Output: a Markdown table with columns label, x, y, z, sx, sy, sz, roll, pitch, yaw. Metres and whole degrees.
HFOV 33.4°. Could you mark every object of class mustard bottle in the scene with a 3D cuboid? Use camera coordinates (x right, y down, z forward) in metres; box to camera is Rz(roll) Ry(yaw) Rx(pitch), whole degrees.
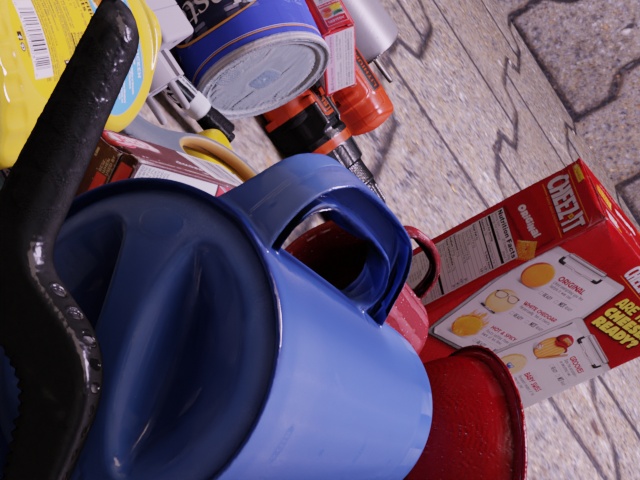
| label | x | y | z | sx | sy | sz | roll | pitch | yaw |
| --- | --- | --- | --- | --- | --- | --- | --- | --- | --- |
| mustard bottle | -0.124 | -0.093 | 0.504 | 0.191 | 0.058 | 0.096 | -40 | 116 | -68 |

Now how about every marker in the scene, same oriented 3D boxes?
| label | x | y | z | sx | sy | sz | roll | pitch | yaw |
| --- | --- | --- | --- | --- | --- | --- | --- | --- | --- |
| marker | -0.102 | -0.108 | 0.720 | 0.121 | 0.020 | 0.020 | 44 | 26 | -25 |

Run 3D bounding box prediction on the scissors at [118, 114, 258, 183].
| label | x | y | z | sx | sy | sz | roll | pitch | yaw |
| --- | --- | --- | --- | --- | --- | --- | --- | --- | --- |
| scissors | -0.113 | -0.053 | 0.596 | 0.201 | 0.016 | 0.096 | 28 | 42 | -25 |

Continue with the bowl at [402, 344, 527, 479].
| label | x | y | z | sx | sy | sz | roll | pitch | yaw |
| --- | --- | --- | --- | --- | --- | --- | --- | --- | --- |
| bowl | 0.059 | 0.138 | 0.638 | 0.055 | 0.162 | 0.162 | 12 | 41 | -18 |

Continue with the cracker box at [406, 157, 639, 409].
| label | x | y | z | sx | sy | sz | roll | pitch | yaw |
| --- | --- | --- | --- | --- | --- | --- | --- | --- | --- |
| cracker box | 0.141 | 0.052 | 0.795 | 0.164 | 0.214 | 0.072 | 41 | 29 | -40 |

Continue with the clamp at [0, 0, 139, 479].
| label | x | y | z | sx | sy | sz | roll | pitch | yaw |
| --- | --- | --- | --- | --- | --- | --- | --- | --- | --- |
| clamp | -0.141 | 0.019 | 0.382 | 0.036 | 0.164 | 0.210 | 97 | -12 | -83 |

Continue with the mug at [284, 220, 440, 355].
| label | x | y | z | sx | sy | sz | roll | pitch | yaw |
| --- | --- | --- | --- | --- | --- | --- | --- | --- | --- |
| mug | 0.029 | 0.038 | 0.709 | 0.081 | 0.117 | 0.093 | 51 | 0 | -33 |

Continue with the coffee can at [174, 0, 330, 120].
| label | x | y | z | sx | sy | sz | roll | pitch | yaw |
| --- | --- | --- | --- | --- | --- | --- | --- | --- | --- |
| coffee can | -0.067 | -0.174 | 0.780 | 0.102 | 0.103 | 0.140 | 11 | 52 | -63 |

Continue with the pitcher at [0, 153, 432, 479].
| label | x | y | z | sx | sy | sz | roll | pitch | yaw |
| --- | --- | --- | --- | --- | --- | --- | --- | --- | --- |
| pitcher | -0.024 | 0.060 | 0.501 | 0.242 | 0.149 | 0.145 | 32 | 56 | -63 |

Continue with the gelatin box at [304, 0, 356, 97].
| label | x | y | z | sx | sy | sz | roll | pitch | yaw |
| --- | --- | --- | --- | --- | --- | --- | --- | --- | --- |
| gelatin box | 0.002 | -0.167 | 0.832 | 0.089 | 0.030 | 0.073 | 81 | -15 | -66 |

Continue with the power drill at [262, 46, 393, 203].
| label | x | y | z | sx | sy | sz | roll | pitch | yaw |
| --- | --- | --- | --- | --- | --- | --- | --- | --- | --- |
| power drill | 0.011 | -0.109 | 0.931 | 0.184 | 0.057 | 0.187 | 56 | 22 | -8 |
